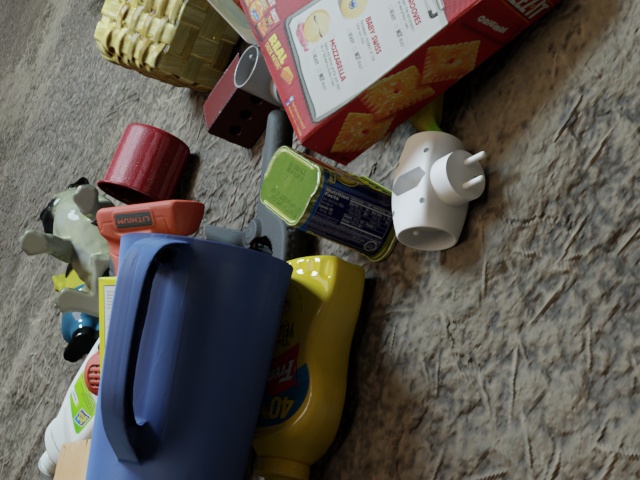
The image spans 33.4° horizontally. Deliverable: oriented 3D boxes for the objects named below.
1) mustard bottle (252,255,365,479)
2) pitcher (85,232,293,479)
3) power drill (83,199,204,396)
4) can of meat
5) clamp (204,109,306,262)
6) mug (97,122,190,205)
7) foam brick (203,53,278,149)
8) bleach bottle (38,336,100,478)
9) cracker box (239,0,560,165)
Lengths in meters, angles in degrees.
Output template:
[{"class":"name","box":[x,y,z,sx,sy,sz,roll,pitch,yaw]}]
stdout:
[{"class":"mustard bottle","box":[-0.017,0.111,0.837,0.096,0.058,0.191,-15,60,51]},{"class":"pitcher","box":[-0.109,0.118,0.785,0.145,0.149,0.243,-11,67,63]},{"class":"power drill","box":[-0.145,0.058,0.994,0.185,0.057,0.187,-4,86,28]},{"class":"can of meat","box":[0.007,-0.031,0.859,0.057,0.083,0.102,-66,29,7]},{"class":"clamp","box":[-0.057,0.001,0.995,0.165,0.036,0.210,-53,36,37]},{"class":"mug","box":[-0.202,-0.081,1.261,0.117,0.093,0.081,75,-146,-73]},{"class":"foam brick","box":[-0.081,-0.145,1.115,0.078,0.052,0.051,-52,33,30]},{"class":"bleach bottle","box":[-0.218,0.149,1.114,0.251,0.068,0.103,-50,43,19]},{"class":"cracker box","box":[0.054,-0.185,0.810,0.214,0.072,0.164,-36,59,24]}]
